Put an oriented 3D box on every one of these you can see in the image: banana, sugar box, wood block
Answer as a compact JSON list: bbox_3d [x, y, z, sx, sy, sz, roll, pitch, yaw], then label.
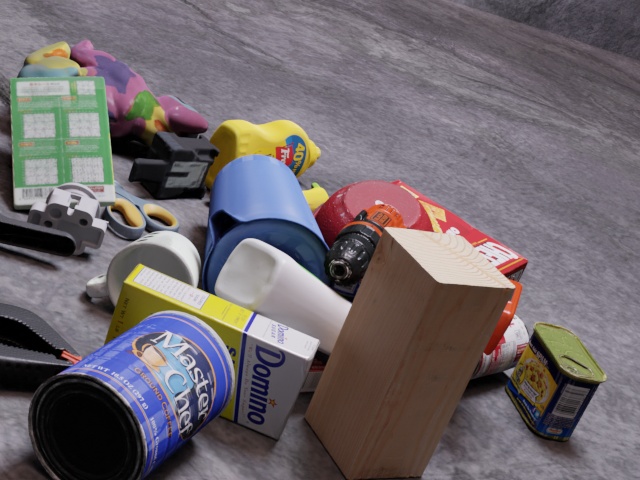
[{"bbox_3d":[-0.051,-0.050,1.376,0.070,0.037,0.197,19,15,41],"label":"banana"},{"bbox_3d":[-0.099,0.099,0.941,0.176,0.093,0.048,23,26,4],"label":"sugar box"},{"bbox_3d":[0.074,0.102,0.942,0.090,0.206,0.091,6,28,-33],"label":"wood block"}]

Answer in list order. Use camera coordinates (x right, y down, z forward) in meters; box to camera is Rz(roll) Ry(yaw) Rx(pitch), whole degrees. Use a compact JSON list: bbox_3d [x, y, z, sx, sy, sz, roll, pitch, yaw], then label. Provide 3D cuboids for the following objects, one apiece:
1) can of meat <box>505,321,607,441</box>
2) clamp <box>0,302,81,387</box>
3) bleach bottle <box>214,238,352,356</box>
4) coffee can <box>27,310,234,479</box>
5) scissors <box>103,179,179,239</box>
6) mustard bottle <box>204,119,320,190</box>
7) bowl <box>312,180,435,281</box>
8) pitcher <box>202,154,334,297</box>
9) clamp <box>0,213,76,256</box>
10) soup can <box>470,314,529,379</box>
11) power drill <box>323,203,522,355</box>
[{"bbox_3d":[0.248,0.151,1.138,0.057,0.084,0.102,13,25,-20],"label":"can of meat"},{"bbox_3d":[-0.304,0.074,0.890,0.210,0.036,0.164,26,23,9],"label":"clamp"},{"bbox_3d":[0.022,0.089,1.040,0.250,0.068,0.103,33,-6,-31],"label":"bleach bottle"},{"bbox_3d":[-0.144,0.125,0.835,0.103,0.103,0.140,28,25,14],"label":"coffee can"},{"bbox_3d":[-0.225,-0.054,1.258,0.096,0.016,0.202,12,25,-26],"label":"scissors"},{"bbox_3d":[-0.067,-0.113,1.415,0.058,0.096,0.191,37,27,31],"label":"mustard bottle"},{"bbox_3d":[0.067,-0.022,1.252,0.162,0.055,0.162,7,40,-6],"label":"bowl"},{"bbox_3d":[-0.058,0.001,1.163,0.145,0.149,0.243,3,23,-8],"label":"pitcher"},{"bbox_3d":[-0.329,-0.013,1.051,0.172,0.039,0.120,34,25,27],"label":"clamp"},{"bbox_3d":[0.176,0.115,1.173,0.102,0.069,0.069,-5,35,-47],"label":"soup can"},{"bbox_3d":[0.101,0.036,1.051,0.188,0.057,0.184,31,24,7],"label":"power drill"}]
